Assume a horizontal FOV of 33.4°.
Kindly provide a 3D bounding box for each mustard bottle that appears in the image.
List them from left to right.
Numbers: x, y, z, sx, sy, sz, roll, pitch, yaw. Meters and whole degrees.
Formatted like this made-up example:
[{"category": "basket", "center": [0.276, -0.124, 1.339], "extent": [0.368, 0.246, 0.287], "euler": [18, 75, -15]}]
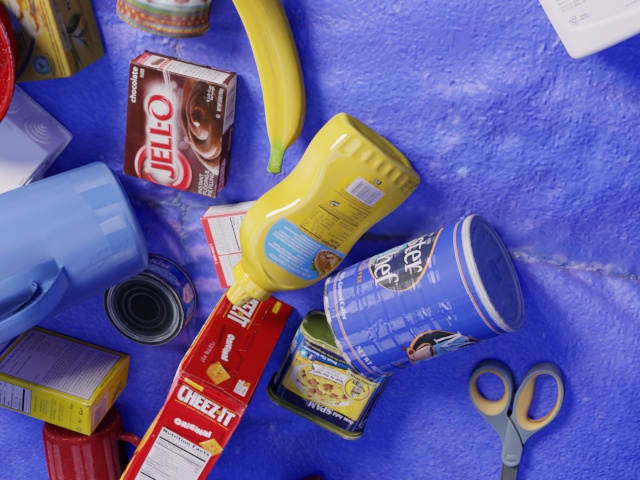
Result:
[{"category": "mustard bottle", "center": [-0.012, -0.013, 0.904], "extent": [0.096, 0.058, 0.192], "euler": [30, 111, -39]}]

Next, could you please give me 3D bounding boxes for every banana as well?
[{"category": "banana", "center": [-0.042, -0.155, 0.861], "extent": [0.037, 0.069, 0.198], "euler": [-6, 120, 14]}]

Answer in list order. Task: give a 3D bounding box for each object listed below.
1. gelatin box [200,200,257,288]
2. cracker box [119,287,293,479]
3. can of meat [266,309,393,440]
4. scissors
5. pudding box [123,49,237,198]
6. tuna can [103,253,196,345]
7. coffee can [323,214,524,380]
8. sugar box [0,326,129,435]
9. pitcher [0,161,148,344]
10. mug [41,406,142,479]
[{"category": "gelatin box", "center": [-0.056, 0.001, 0.971], "extent": [0.089, 0.030, 0.073], "euler": [-8, 113, 18]}, {"category": "cracker box", "center": [-0.116, 0.163, 0.994], "extent": [0.072, 0.164, 0.214], "euler": [28, 121, -2]}, {"category": "can of meat", "center": [0.012, 0.124, 1.000], "extent": [0.102, 0.057, 0.084], "euler": [26, 118, 1]}, {"category": "scissors", "center": [0.166, 0.190, 1.012], "extent": [0.096, 0.016, 0.202], "euler": [23, 120, 5]}, {"category": "pudding box", "center": [-0.123, -0.101, 0.933], "extent": [0.090, 0.039, 0.113], "euler": [15, 119, 9]}, {"category": "tuna can", "center": [-0.165, 0.058, 1.029], "extent": [0.086, 0.033, 0.086], "euler": [7, 118, 13]}, {"category": "coffee can", "center": [0.089, 0.050, 0.912], "extent": [0.140, 0.102, 0.103], "euler": [-23, 108, 25]}, {"category": "sugar box", "center": [-0.291, 0.129, 1.069], "extent": [0.176, 0.093, 0.048], "euler": [14, 119, 9]}, {"category": "pitcher", "center": [-0.275, 0.027, 0.926], "extent": [0.242, 0.145, 0.149], "euler": [-24, 78, -14]}, {"category": "mug", "center": [-0.230, 0.221, 1.101], "extent": [0.117, 0.093, 0.081], "euler": [3, 112, 16]}]
